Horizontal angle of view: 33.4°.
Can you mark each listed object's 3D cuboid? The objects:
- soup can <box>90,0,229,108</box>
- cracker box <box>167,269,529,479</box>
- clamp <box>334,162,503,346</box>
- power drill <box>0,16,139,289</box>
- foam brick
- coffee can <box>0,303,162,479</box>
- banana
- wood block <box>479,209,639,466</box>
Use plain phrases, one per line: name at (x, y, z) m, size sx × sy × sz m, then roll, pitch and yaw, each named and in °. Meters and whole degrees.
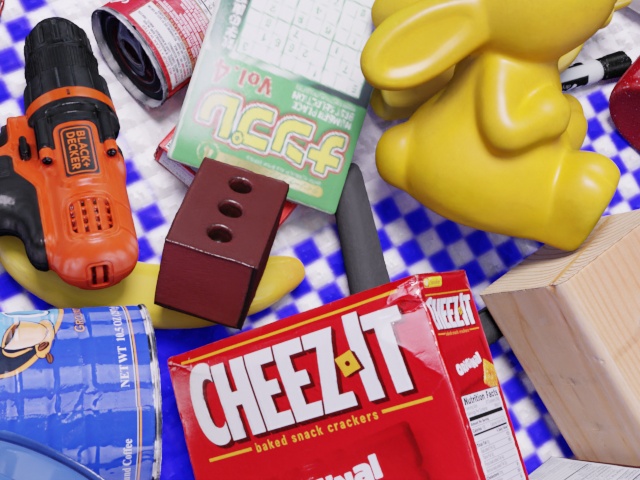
soup can at (-0.079, -0.136, 0.651) m, size 0.102 × 0.069 × 0.068 m, roll -39°, pitch 89°, yaw -22°
cracker box at (0.023, 0.140, 0.557) m, size 0.072 × 0.164 × 0.214 m, roll 1°, pitch 71°, yaw -61°
clamp at (0.043, 0.064, 0.650) m, size 0.164 × 0.036 × 0.210 m, roll 32°, pitch 70°, yaw -7°
power drill at (-0.202, -0.045, 0.582) m, size 0.187 × 0.057 × 0.184 m, roll -10°, pitch 56°, yaw -13°
foam brick at (-0.054, 0.001, 0.591) m, size 0.053 × 0.051 × 0.078 m, roll 17°, pitch 41°, yaw 0°
coffee can at (-0.159, 0.087, 0.548) m, size 0.140 × 0.103 × 0.103 m, roll -2°, pitch 76°, yaw -17°
banana at (-0.106, 0.017, 0.618) m, size 0.197 × 0.037 × 0.069 m, roll 16°, pitch 72°, yaw -12°
wood block at (0.200, 0.093, 0.642) m, size 0.090 × 0.090 × 0.206 m, roll -34°, pitch 97°, yaw -23°
